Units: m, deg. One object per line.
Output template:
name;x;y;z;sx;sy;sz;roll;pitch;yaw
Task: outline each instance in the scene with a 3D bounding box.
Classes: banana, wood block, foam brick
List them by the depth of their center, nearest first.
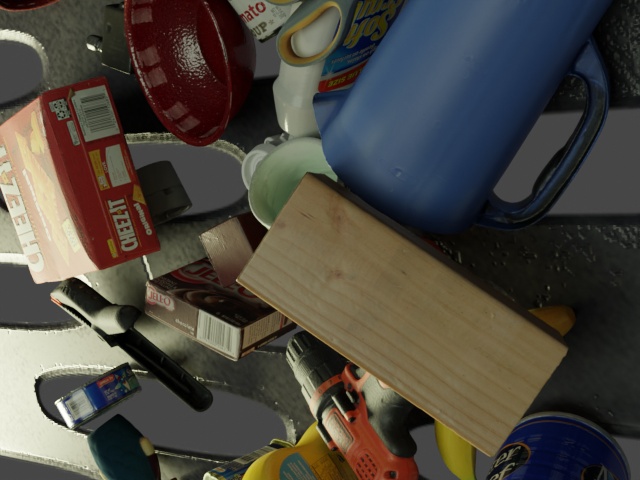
wood block;0.057;0.047;0.738;0.206;0.090;0.090;34;98;6
banana;0.136;0.120;0.853;0.069;0.037;0.198;22;121;6
foam brick;-0.056;0.001;0.930;0.051;0.078;0.053;-24;90;38

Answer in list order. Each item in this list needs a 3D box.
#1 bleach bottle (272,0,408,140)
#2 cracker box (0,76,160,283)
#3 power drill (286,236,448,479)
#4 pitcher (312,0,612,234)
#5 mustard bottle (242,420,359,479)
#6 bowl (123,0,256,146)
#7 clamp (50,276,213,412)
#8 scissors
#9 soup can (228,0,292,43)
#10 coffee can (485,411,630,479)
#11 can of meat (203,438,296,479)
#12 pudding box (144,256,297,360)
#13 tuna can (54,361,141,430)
bleach bottle;0.023;-0.172;0.813;0.068;0.102;0.251;43;133;32
cracker box;-0.242;-0.049;1.017;0.214;0.072;0.164;-11;98;59
power drill;0.050;0.090;0.875;0.185;0.057;0.188;52;127;39
pitcher;0.119;-0.126;0.734;0.243;0.149;0.145;-58;45;31
mustard bottle;-0.015;0.217;0.894;0.058;0.191;0.096;-29;86;39
bowl;-0.103;-0.164;0.910;0.162;0.055;0.162;32;134;40
clamp;-0.200;0.093;1.070;0.210;0.036;0.164;22;153;46
scissors;0.021;-0.197;0.721;0.096;0.016;0.202;51;131;5
soup can;-0.052;-0.217;0.844;0.069;0.068;0.102;-25;109;39
coffee can;0.163;0.204;0.776;0.103;0.140;0.103;10;117;21
can of meat;-0.056;0.248;0.997;0.058;0.083;0.102;1;106;56
pudding box;-0.088;0.058;0.965;0.114;0.089;0.039;26;120;28
tuna can;-0.229;0.162;1.107;0.086;0.085;0.034;-34;84;39
